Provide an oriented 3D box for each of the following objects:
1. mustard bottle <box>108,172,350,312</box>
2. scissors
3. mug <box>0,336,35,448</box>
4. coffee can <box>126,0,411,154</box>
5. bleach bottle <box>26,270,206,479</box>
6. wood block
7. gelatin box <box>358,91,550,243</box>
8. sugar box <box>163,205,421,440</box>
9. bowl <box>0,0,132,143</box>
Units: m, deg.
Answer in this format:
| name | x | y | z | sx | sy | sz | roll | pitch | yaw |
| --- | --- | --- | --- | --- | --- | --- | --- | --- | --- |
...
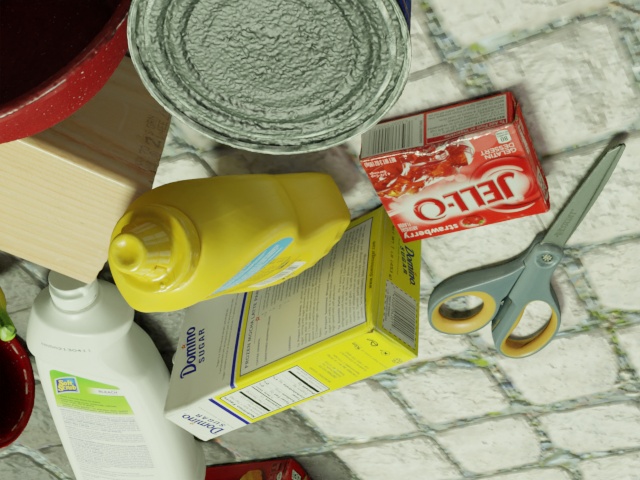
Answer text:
| name | x | y | z | sx | sy | sz | roll | pitch | yaw |
| --- | --- | --- | --- | --- | --- | --- | --- | --- | --- |
| mustard bottle | -0.054 | 0.000 | 0.547 | 0.096 | 0.058 | 0.191 | -27 | 175 | 17 |
| scissors | 0.118 | 0.010 | 0.655 | 0.096 | 0.016 | 0.202 | 4 | 140 | 4 |
| mug | -0.272 | 0.098 | 0.768 | 0.082 | 0.093 | 0.117 | -13 | 105 | 28 |
| coffee can | -0.013 | -0.119 | 0.424 | 0.103 | 0.140 | 0.103 | 4 | 140 | 3 |
| bleach bottle | -0.147 | 0.107 | 0.772 | 0.102 | 0.068 | 0.251 | 3 | 137 | 5 |
| wood block | -0.189 | -0.070 | 0.547 | 0.206 | 0.090 | 0.091 | 23 | 137 | -18 |
| gelatin box | 0.075 | -0.038 | 0.592 | 0.089 | 0.030 | 0.073 | -12 | 137 | 21 |
| sugar box | -0.018 | 0.056 | 0.669 | 0.177 | 0.093 | 0.048 | -28 | 129 | 35 |
| bowl | -0.139 | -0.097 | 0.462 | 0.162 | 0.162 | 0.055 | -5 | 150 | 13 |
